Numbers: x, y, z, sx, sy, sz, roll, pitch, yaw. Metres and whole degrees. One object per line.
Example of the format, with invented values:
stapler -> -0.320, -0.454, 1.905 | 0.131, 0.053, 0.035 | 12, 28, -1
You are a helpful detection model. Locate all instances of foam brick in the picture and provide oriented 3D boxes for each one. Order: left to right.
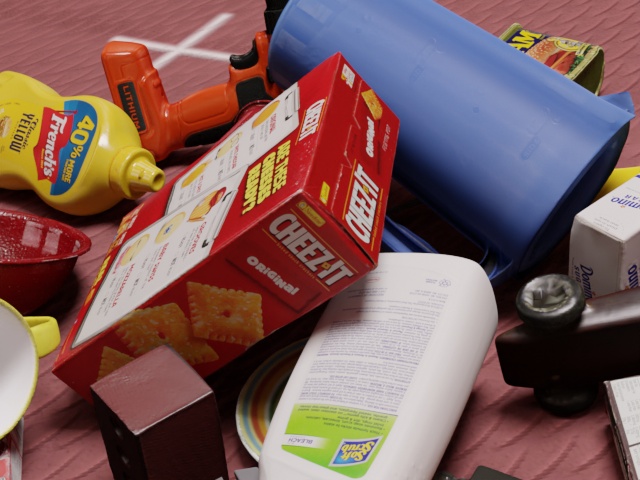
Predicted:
foam brick -> -0.089, 0.110, 0.600 | 0.051, 0.078, 0.053 | -26, 40, -27

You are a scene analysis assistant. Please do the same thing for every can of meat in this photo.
can of meat -> 0.186, -0.137, 0.915 | 0.084, 0.057, 0.102 | 20, 44, 28

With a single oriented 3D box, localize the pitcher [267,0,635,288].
pitcher -> 0.077, -0.084, 0.737 | 0.243, 0.145, 0.149 | 37, 35, 18

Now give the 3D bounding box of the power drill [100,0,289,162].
power drill -> -0.080, -0.144, 0.876 | 0.188, 0.184, 0.057 | -9, 18, 12

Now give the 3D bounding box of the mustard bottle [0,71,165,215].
mustard bottle -> -0.202, -0.072, 0.865 | 0.192, 0.058, 0.096 | 19, 85, 30

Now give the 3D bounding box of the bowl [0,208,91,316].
bowl -> -0.244, 0.018, 0.742 | 0.162, 0.055, 0.162 | 9, 11, -2

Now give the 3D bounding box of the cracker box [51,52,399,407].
cracker box -> -0.054, 0.001, 0.663 | 0.214, 0.072, 0.164 | -33, 25, 29

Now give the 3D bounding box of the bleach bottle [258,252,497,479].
bleach bottle -> 0.013, 0.101, 0.552 | 0.103, 0.068, 0.250 | -1, 33, 29
